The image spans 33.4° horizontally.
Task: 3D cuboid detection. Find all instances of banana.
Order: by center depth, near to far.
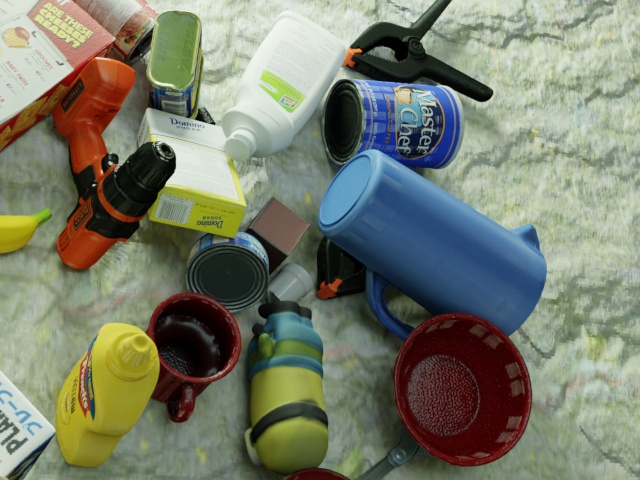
[{"bbox_3d":[-0.362,-0.028,1.027,0.197,0.037,0.069,19,34,-20],"label":"banana"}]

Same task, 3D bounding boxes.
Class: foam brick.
[{"bbox_3d":[-0.057,0.001,1.141,0.051,0.078,0.053,37,55,-5],"label":"foam brick"}]

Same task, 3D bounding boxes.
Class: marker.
[{"bbox_3d":[-0.153,-0.176,1.228,0.020,0.020,0.121,-18,73,-34],"label":"marker"}]

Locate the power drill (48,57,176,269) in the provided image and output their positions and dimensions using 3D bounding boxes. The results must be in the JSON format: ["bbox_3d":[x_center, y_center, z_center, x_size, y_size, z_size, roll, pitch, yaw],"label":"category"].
[{"bbox_3d":[-0.210,-0.089,1.057,0.057,0.185,0.187,17,46,-38],"label":"power drill"}]

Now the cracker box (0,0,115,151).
[{"bbox_3d":[-0.346,-0.191,1.103,0.164,0.072,0.213,41,51,-2],"label":"cracker box"}]

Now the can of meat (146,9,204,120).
[{"bbox_3d":[-0.160,-0.192,1.177,0.057,0.084,0.102,7,71,-4],"label":"can of meat"}]

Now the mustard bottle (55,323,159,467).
[{"bbox_3d":[-0.183,0.126,0.931,0.058,0.192,0.096,11,58,-22],"label":"mustard bottle"}]

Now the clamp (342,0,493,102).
[{"bbox_3d":[0.126,-0.239,1.399,0.209,0.036,0.164,-17,72,-32],"label":"clamp"}]

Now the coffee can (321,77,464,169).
[{"bbox_3d":[0.087,-0.139,1.280,0.140,0.103,0.103,0,63,-28],"label":"coffee can"}]

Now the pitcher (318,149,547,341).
[{"bbox_3d":[0.114,0.015,1.169,0.242,0.145,0.149,32,48,-22],"label":"pitcher"}]

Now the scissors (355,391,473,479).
[{"bbox_3d":[0.079,0.210,1.133,0.201,0.016,0.096,-10,67,-32],"label":"scissors"}]

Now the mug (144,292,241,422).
[{"bbox_3d":[-0.133,0.119,1.031,0.093,0.082,0.117,8,59,-24],"label":"mug"}]

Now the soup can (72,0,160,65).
[{"bbox_3d":[-0.232,-0.256,1.202,0.102,0.069,0.068,41,52,-1],"label":"soup can"}]

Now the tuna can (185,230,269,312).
[{"bbox_3d":[-0.095,0.031,1.097,0.086,0.086,0.034,22,30,-16],"label":"tuna can"}]

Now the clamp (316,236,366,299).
[{"bbox_3d":[0.055,0.009,1.221,0.120,0.039,0.171,31,57,-7],"label":"clamp"}]

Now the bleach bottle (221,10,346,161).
[{"bbox_3d":[-0.054,-0.169,1.210,0.102,0.068,0.250,30,40,0],"label":"bleach bottle"}]

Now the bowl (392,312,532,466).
[{"bbox_3d":[0.142,0.161,1.135,0.162,0.055,0.162,5,73,-18],"label":"bowl"}]

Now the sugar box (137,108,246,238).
[{"bbox_3d":[-0.138,-0.073,1.115,0.093,0.048,0.176,14,26,-21],"label":"sugar box"}]
